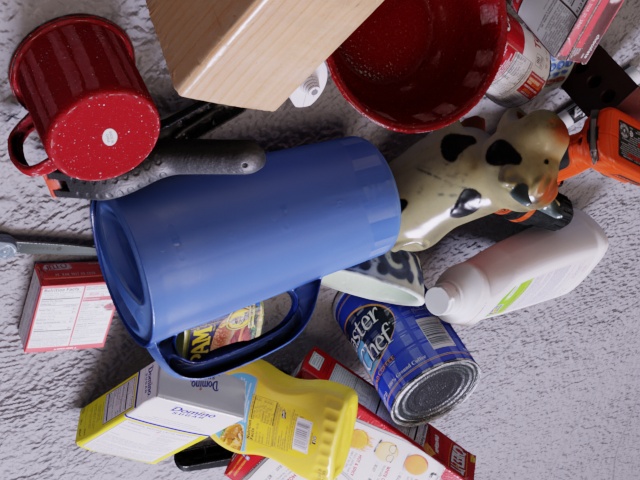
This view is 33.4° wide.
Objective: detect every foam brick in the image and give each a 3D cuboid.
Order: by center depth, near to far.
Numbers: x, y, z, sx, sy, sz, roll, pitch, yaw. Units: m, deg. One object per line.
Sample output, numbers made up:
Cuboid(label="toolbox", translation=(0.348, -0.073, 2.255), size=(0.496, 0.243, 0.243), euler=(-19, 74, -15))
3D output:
Cuboid(label="foam brick", translation=(0.264, -0.138, 0.996), size=(0.053, 0.078, 0.051), euler=(-42, 143, 14))

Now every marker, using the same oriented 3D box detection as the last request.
Cuboid(label="marker", translation=(0.260, -0.131, 1.050), size=(0.121, 0.020, 0.020), euler=(-33, 143, 2))

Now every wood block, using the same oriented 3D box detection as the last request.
Cuboid(label="wood block", translation=(-0.017, -0.184, 0.694), size=(0.090, 0.091, 0.206), euler=(3, 147, -43))

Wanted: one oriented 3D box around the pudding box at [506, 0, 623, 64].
Cuboid(label="pudding box", translation=(0.191, -0.207, 0.837), size=(0.039, 0.113, 0.090), euler=(0, 133, -30))

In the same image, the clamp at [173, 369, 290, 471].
Cuboid(label="clamp", translation=(-0.048, 0.226, 1.237), size=(0.165, 0.036, 0.209), euler=(-44, 140, 15))

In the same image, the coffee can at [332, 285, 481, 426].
Cuboid(label="coffee can", translation=(0.087, 0.105, 1.102), size=(0.102, 0.140, 0.103), euler=(-19, 142, -16))

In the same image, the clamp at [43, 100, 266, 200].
Cuboid(label="clamp", translation=(-0.123, -0.073, 0.810), size=(0.171, 0.120, 0.039), euler=(-9, 118, 5))

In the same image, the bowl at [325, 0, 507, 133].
Cuboid(label="bowl", translation=(0.061, -0.164, 0.811), size=(0.161, 0.055, 0.162), euler=(-4, 100, -25))

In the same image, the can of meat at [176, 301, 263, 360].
Cuboid(label="can of meat", translation=(-0.104, 0.080, 1.014), size=(0.083, 0.057, 0.102), euler=(-14, 141, -25))

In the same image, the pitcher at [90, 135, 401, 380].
Cuboid(label="pitcher", translation=(-0.056, 0.001, 0.887), size=(0.242, 0.145, 0.149), euler=(-17, 135, -24))

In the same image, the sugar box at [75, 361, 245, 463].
Cuboid(label="sugar box", translation=(-0.155, 0.165, 1.018), size=(0.093, 0.048, 0.177), euler=(20, 144, -30))

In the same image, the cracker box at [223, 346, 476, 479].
Cuboid(label="cracker box", translation=(0.032, 0.237, 1.129), size=(0.164, 0.213, 0.072), euler=(-55, -179, 22))

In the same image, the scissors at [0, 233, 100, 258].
Cuboid(label="scissors", translation=(-0.272, 0.016, 0.858), size=(0.096, 0.016, 0.201), euler=(-45, 141, 21))

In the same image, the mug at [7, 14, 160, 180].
Cuboid(label="mug", translation=(-0.172, -0.090, 0.750), size=(0.117, 0.081, 0.093), euler=(-36, 143, 6))

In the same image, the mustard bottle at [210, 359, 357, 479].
Cuboid(label="mustard bottle", translation=(-0.062, 0.168, 1.060), size=(0.058, 0.192, 0.096), euler=(-22, 124, -65))

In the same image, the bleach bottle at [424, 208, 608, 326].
Cuboid(label="bleach bottle", translation=(0.197, 0.032, 1.103), size=(0.250, 0.068, 0.103), euler=(-13, 143, -47))

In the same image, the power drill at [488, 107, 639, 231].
Cuboid(label="power drill", translation=(0.231, -0.059, 1.007), size=(0.184, 0.057, 0.188), euler=(17, 158, -38))

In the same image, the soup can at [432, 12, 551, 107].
Cuboid(label="soup can", translation=(0.142, -0.159, 0.897), size=(0.069, 0.068, 0.102), euler=(-46, 141, 19))

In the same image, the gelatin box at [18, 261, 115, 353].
Cuboid(label="gelatin box", translation=(-0.218, 0.057, 0.931), size=(0.073, 0.030, 0.089), euler=(-2, 135, -31))
